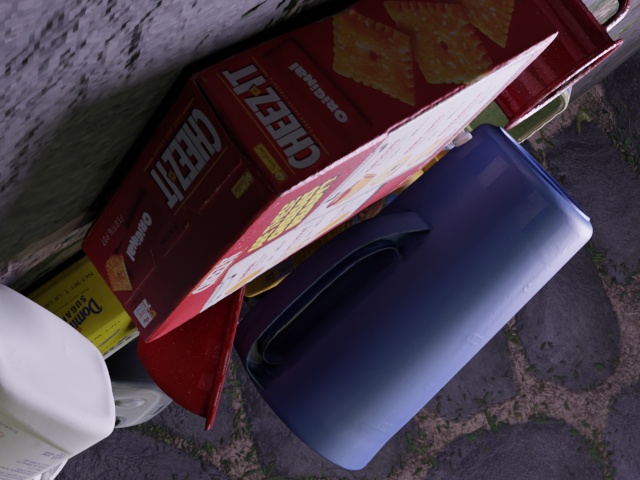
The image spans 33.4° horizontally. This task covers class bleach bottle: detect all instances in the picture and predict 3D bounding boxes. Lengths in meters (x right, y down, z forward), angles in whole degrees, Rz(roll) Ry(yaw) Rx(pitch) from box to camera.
[{"bbox_3d":[-0.232,0.120,0.546,0.251,0.068,0.102,-31,139,14],"label":"bleach bottle"}]

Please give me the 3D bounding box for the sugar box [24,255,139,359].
[{"bbox_3d":[-0.157,0.059,0.672,0.093,0.048,0.176,-36,175,-9],"label":"sugar box"}]

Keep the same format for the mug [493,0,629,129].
[{"bbox_3d":[0.144,-0.139,0.694,0.117,0.081,0.093,-37,176,7],"label":"mug"}]

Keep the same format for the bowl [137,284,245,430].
[{"bbox_3d":[-0.078,0.034,0.669,0.162,0.055,0.162,-168,-89,-86],"label":"bowl"}]

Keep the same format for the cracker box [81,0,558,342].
[{"bbox_3d":[-0.001,-0.052,0.546,0.213,0.072,0.164,-32,172,-38],"label":"cracker box"}]

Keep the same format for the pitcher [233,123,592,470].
[{"bbox_3d":[0.061,0.033,0.740,0.243,0.145,0.149,-45,-175,13],"label":"pitcher"}]
